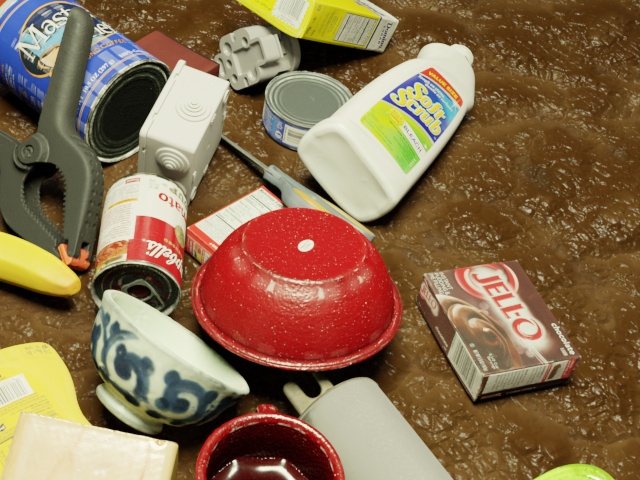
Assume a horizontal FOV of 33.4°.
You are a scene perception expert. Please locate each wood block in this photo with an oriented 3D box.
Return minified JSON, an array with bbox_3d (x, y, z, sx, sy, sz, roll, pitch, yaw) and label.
[{"bbox_3d":[-0.141,0.210,0.570,0.090,0.091,0.206,12,65,-3],"label":"wood block"}]

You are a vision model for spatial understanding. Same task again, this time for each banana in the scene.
[{"bbox_3d":[-0.280,0.013,0.814,0.197,0.037,0.069,6,34,-8],"label":"banana"}]

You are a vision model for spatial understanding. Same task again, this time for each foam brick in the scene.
[{"bbox_3d":[-0.142,-0.152,1.002,0.078,0.053,0.051,31,47,19],"label":"foam brick"}]

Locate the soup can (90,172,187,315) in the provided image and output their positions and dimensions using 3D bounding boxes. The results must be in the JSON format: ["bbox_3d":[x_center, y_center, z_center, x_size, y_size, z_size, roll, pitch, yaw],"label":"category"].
[{"bbox_3d":[-0.140,0.004,0.837,0.068,0.069,0.102,5,45,-8],"label":"soup can"}]

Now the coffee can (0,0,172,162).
[{"bbox_3d":[-0.215,-0.149,0.947,0.140,0.103,0.102,36,49,22],"label":"coffee can"}]

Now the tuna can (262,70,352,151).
[{"bbox_3d":[-0.012,-0.122,1.015,0.086,0.034,0.086,6,45,-6],"label":"tuna can"}]

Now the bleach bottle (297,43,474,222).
[{"bbox_3d":[0.080,-0.124,1.002,0.102,0.068,0.250,50,45,-11],"label":"bleach bottle"}]

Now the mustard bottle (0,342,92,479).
[{"bbox_3d":[-0.174,0.156,0.686,0.096,0.058,0.192,-24,55,-29],"label":"mustard bottle"}]

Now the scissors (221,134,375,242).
[{"bbox_3d":[-0.041,-0.053,0.922,0.202,0.016,0.096,34,9,19],"label":"scissors"}]

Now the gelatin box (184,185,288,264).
[{"bbox_3d":[-0.056,0.001,0.887,0.073,0.030,0.089,39,50,26],"label":"gelatin box"}]

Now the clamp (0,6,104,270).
[{"bbox_3d":[-0.221,-0.077,0.865,0.165,0.036,0.210,-34,71,15],"label":"clamp"}]

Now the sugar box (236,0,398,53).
[{"bbox_3d":[-0.002,-0.233,1.068,0.093,0.048,0.175,37,24,22],"label":"sugar box"}]

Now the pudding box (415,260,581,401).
[{"bbox_3d":[0.140,0.070,0.856,0.089,0.039,0.113,-8,48,-21],"label":"pudding box"}]

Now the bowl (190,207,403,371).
[{"bbox_3d":[-0.015,0.023,0.794,0.162,0.055,0.162,5,37,-4],"label":"bowl"}]

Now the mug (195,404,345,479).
[{"bbox_3d":[-0.038,0.163,0.693,0.093,0.082,0.117,3,46,-10],"label":"mug"}]
